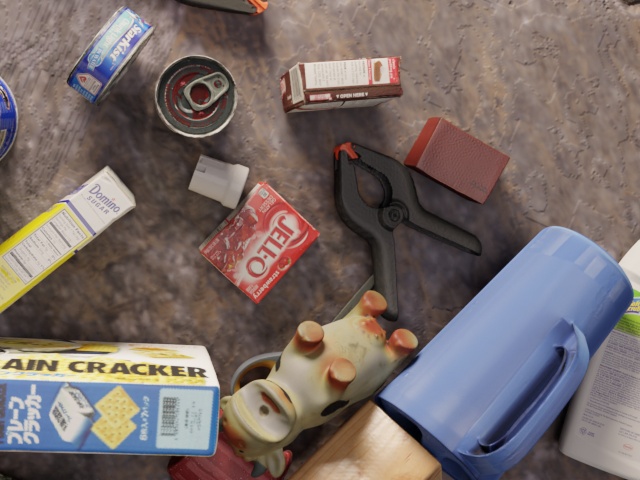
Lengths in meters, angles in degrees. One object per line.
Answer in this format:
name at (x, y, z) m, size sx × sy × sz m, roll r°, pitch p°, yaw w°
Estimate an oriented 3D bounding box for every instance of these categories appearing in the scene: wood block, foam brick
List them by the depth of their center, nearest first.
wood block at (0.006, 0.254, 0.951) m, size 0.206 × 0.091 × 0.090 m, roll -43°, pitch 63°, yaw -15°
foam brick at (0.126, -0.075, 1.000) m, size 0.078 × 0.051 × 0.053 m, roll 29°, pitch 92°, yaw -12°

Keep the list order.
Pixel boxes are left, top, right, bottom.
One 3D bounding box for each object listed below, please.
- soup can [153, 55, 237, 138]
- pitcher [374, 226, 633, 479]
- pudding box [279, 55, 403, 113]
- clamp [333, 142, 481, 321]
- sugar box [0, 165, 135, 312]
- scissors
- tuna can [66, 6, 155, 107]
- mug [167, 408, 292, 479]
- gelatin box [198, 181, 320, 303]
soup can at (-0.110, -0.124, 0.926) m, size 0.068 × 0.102 × 0.068 m, roll -1°, pitch 97°, yaw -10°
pitcher at (0.179, 0.107, 0.975) m, size 0.149 × 0.145 × 0.242 m, roll 38°, pitch 78°, yaw 26°
pudding box at (0.016, -0.137, 0.942) m, size 0.090 × 0.113 × 0.039 m, roll -6°, pitch 95°, yaw -10°
clamp at (0.075, -0.023, 1.004) m, size 0.120 × 0.039 × 0.171 m, roll -28°, pitch 98°, yaw -21°
sugar box at (-0.242, 0.004, 0.926) m, size 0.176 × 0.093 × 0.048 m, roll -41°, pitch 102°, yaw -4°
scissors at (-0.015, 0.094, 1.015) m, size 0.096 × 0.016 × 0.202 m, roll 24°, pitch 93°, yaw -14°
tuna can at (-0.181, -0.159, 0.918) m, size 0.033 × 0.086 × 0.086 m, roll 37°, pitch 90°, yaw -11°
mug at (-0.093, 0.212, 0.988) m, size 0.081 × 0.093 × 0.117 m, roll 42°, pitch 123°, yaw -8°
gelatin box at (-0.056, 0.001, 0.989) m, size 0.073 × 0.030 × 0.089 m, roll 43°, pitch 89°, yaw -12°
